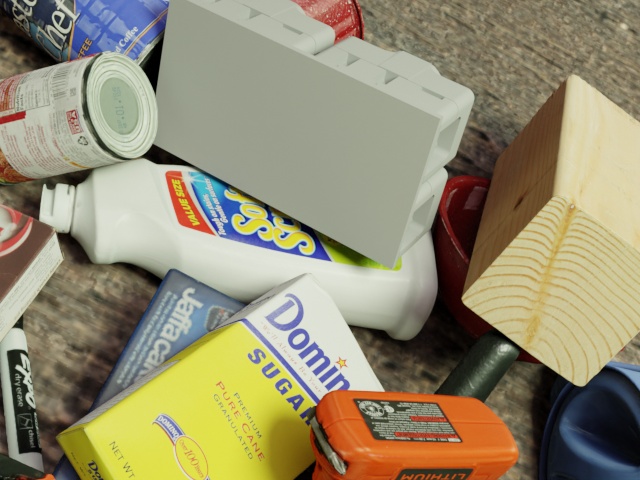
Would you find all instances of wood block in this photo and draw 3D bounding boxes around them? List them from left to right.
[{"bbox_3d":[0.161,-0.016,0.675,0.090,0.091,0.206,35,31,-4],"label":"wood block"}]

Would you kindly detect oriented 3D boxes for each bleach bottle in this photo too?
[{"bbox_3d":[-0.055,0.001,0.694,0.250,0.068,0.102,7,50,-14],"label":"bleach bottle"}]

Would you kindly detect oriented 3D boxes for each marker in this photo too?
[{"bbox_3d":[-0.181,0.085,0.636,0.020,0.020,0.121,-5,66,-21],"label":"marker"}]

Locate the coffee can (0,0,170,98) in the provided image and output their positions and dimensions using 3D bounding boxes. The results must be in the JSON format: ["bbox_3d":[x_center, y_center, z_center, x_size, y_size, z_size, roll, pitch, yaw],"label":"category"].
[{"bbox_3d":[-0.153,-0.165,0.722,0.140,0.103,0.102,43,59,4],"label":"coffee can"}]

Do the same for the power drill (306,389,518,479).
[{"bbox_3d":[0.039,0.174,0.580,0.184,0.188,0.057,7,24,-26],"label":"power drill"}]

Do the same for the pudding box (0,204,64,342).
[{"bbox_3d":[-0.220,0.025,0.628,0.090,0.039,0.113,21,59,14],"label":"pudding box"}]

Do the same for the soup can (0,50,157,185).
[{"bbox_3d":[-0.161,-0.075,0.663,0.068,0.102,0.068,21,65,-57],"label":"soup can"}]

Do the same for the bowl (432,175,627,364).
[{"bbox_3d":[0.131,0.030,0.728,0.162,0.055,0.162,27,32,-19],"label":"bowl"}]

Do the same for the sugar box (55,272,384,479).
[{"bbox_3d":[-0.048,0.098,0.595,0.175,0.048,0.093,-34,96,-36],"label":"sugar box"}]

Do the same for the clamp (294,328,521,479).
[{"bbox_3d":[0.049,0.164,0.641,0.209,0.036,0.164,-29,118,-12],"label":"clamp"}]
